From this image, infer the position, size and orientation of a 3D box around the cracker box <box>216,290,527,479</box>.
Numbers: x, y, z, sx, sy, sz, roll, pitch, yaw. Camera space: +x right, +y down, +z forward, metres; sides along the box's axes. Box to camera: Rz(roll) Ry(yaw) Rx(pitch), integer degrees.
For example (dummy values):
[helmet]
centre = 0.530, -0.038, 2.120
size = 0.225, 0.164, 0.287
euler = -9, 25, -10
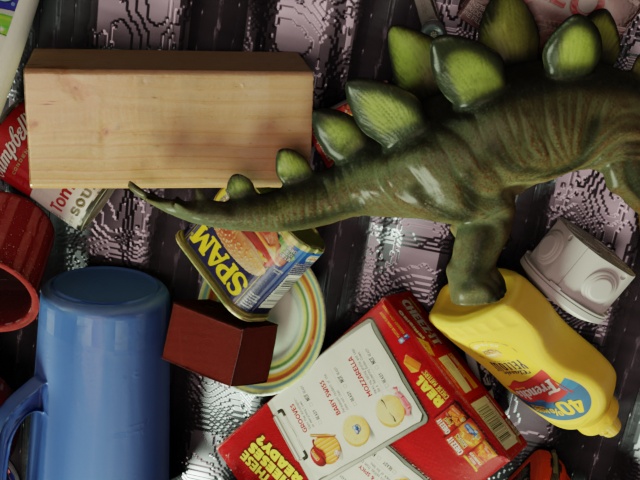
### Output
[cracker box]
centre = 0.041, 0.172, 0.901
size = 0.214, 0.072, 0.164
euler = -44, 74, 22

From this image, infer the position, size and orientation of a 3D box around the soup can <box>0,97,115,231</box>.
[soup can]
centre = -0.222, -0.062, 0.887
size = 0.102, 0.068, 0.069
euler = 35, 112, -5

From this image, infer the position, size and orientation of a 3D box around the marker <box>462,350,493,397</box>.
[marker]
centre = 0.135, 0.111, 0.915
size = 0.020, 0.020, 0.121
euler = -10, 108, 13

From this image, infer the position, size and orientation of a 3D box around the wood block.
[wood block]
centre = -0.114, -0.094, 0.812
size = 0.206, 0.091, 0.090
euler = -1, 111, -9

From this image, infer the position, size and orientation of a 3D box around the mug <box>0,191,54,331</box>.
[mug]
centre = -0.274, 0.009, 0.863
size = 0.117, 0.081, 0.093
euler = 31, 131, -24

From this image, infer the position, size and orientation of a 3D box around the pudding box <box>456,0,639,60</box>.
[pudding box]
centre = 0.172, -0.177, 0.791
size = 0.113, 0.039, 0.090
euler = 31, 112, -3

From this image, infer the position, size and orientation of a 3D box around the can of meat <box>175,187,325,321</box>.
[can of meat]
centre = -0.056, 0.001, 0.872
size = 0.084, 0.057, 0.102
euler = -47, 66, 19

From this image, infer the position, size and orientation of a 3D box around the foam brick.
[foam brick]
centre = -0.083, 0.084, 0.888
size = 0.078, 0.052, 0.051
euler = 17, 97, 30

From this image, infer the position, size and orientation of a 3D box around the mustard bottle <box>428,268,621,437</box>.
[mustard bottle]
centre = 0.182, 0.101, 0.865
size = 0.191, 0.058, 0.096
euler = 41, 148, -23

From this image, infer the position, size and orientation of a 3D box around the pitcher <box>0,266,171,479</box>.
[pitcher]
centre = -0.200, 0.152, 0.924
size = 0.145, 0.149, 0.243
euler = 7, 108, 6
